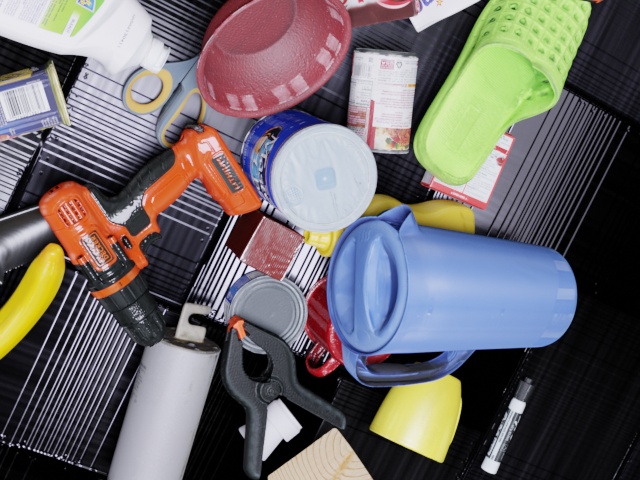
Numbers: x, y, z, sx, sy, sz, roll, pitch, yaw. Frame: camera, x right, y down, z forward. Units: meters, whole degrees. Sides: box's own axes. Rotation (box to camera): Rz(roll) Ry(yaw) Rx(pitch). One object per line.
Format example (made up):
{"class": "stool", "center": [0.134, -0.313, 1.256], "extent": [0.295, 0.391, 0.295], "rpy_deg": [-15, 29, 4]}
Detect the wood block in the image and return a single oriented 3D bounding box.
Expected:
{"class": "wood block", "center": [0.038, 0.309, 1.149], "extent": [0.090, 0.090, 0.206], "rpy_deg": [-35, 132, -6]}

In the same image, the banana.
{"class": "banana", "center": [-0.304, 0.076, 1.038], "extent": [0.198, 0.069, 0.037], "rpy_deg": [-44, 82, 11]}

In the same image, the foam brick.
{"class": "foam brick", "center": [-0.057, 0.001, 1.093], "extent": [0.051, 0.078, 0.053], "rpy_deg": [29, 93, -19]}

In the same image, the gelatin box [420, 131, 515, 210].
{"class": "gelatin box", "center": [0.161, -0.088, 1.162], "extent": [0.073, 0.030, 0.089], "rpy_deg": [21, 93, -19]}

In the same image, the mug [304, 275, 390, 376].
{"class": "mug", "center": [0.027, 0.096, 1.137], "extent": [0.093, 0.082, 0.117], "rpy_deg": [42, 89, -21]}

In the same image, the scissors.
{"class": "scissors", "center": [-0.127, -0.189, 1.061], "extent": [0.096, 0.016, 0.202], "rpy_deg": [22, 95, -20]}

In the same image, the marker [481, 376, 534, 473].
{"class": "marker", "center": [0.222, 0.217, 1.256], "extent": [0.020, 0.020, 0.121], "rpy_deg": [21, 96, -20]}

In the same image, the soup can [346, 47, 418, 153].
{"class": "soup can", "center": [0.063, -0.144, 1.100], "extent": [0.068, 0.068, 0.102], "rpy_deg": [2, 102, -17]}

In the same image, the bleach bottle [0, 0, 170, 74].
{"class": "bleach bottle", "center": [-0.260, -0.218, 0.988], "extent": [0.250, 0.068, 0.102], "rpy_deg": [26, 93, -21]}

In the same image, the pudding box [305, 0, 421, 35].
{"class": "pudding box", "center": [0.037, -0.258, 1.053], "extent": [0.114, 0.039, 0.090], "rpy_deg": [-6, 109, 20]}

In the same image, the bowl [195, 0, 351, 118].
{"class": "bowl", "center": [-0.053, -0.194, 1.027], "extent": [0.162, 0.055, 0.162], "rpy_deg": [-20, 149, -13]}

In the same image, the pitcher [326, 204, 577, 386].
{"class": "pitcher", "center": [0.134, 0.061, 1.074], "extent": [0.242, 0.149, 0.145], "rpy_deg": [5, 65, -33]}

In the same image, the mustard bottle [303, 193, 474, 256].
{"class": "mustard bottle", "center": [0.069, 0.000, 1.121], "extent": [0.191, 0.058, 0.096], "rpy_deg": [4, 107, -29]}

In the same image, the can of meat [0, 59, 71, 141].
{"class": "can of meat", "center": [-0.280, -0.127, 0.985], "extent": [0.084, 0.102, 0.057], "rpy_deg": [-17, 107, -10]}

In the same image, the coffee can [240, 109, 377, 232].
{"class": "coffee can", "center": [-0.015, -0.072, 1.054], "extent": [0.102, 0.140, 0.103], "rpy_deg": [-4, 104, -16]}

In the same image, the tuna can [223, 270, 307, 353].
{"class": "tuna can", "center": [-0.059, 0.075, 1.132], "extent": [0.086, 0.034, 0.086], "rpy_deg": [-4, 103, -16]}

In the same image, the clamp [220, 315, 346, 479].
{"class": "clamp", "center": [-0.061, 0.162, 1.109], "extent": [0.120, 0.039, 0.171], "rpy_deg": [-38, 104, -16]}

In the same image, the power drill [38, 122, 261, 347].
{"class": "power drill", "center": [-0.153, -0.012, 1.043], "extent": [0.187, 0.057, 0.184], "rpy_deg": [-37, 112, -16]}
